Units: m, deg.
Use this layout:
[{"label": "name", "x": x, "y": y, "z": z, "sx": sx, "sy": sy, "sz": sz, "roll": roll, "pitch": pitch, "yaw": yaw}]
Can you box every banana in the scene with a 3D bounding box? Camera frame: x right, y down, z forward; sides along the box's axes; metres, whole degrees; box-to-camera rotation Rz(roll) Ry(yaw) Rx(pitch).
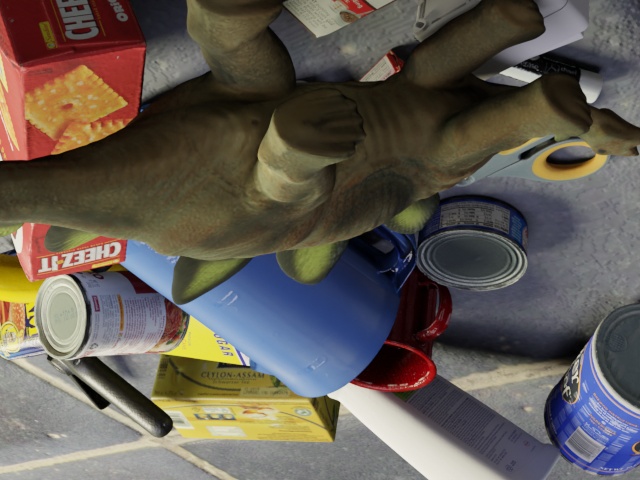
[{"label": "banana", "x": -0.217, "y": 0.017, "z": 0.873, "sx": 0.197, "sy": 0.069, "sz": 0.037, "roll": 0, "pitch": 173, "yaw": -3}]

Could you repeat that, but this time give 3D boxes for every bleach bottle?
[{"label": "bleach bottle", "x": 0.087, "y": 0.150, "z": 0.960, "sx": 0.251, "sy": 0.102, "sz": 0.068, "roll": 37, "pitch": 120, "yaw": 15}]

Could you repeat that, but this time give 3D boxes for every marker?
[{"label": "marker", "x": 0.117, "y": -0.111, "z": 0.664, "sx": 0.121, "sy": 0.020, "sz": 0.020, "roll": 16, "pitch": 147, "yaw": -9}]

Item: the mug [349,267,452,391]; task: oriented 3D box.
[{"label": "mug", "x": 0.063, "y": 0.067, "z": 0.893, "sx": 0.093, "sy": 0.081, "sz": 0.117, "roll": 31, "pitch": 142, "yaw": -29}]

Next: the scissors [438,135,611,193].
[{"label": "scissors", "x": 0.124, "y": -0.045, "z": 0.767, "sx": 0.096, "sy": 0.016, "sz": 0.202, "roll": 23, "pitch": 145, "yaw": -20}]

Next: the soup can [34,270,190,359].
[{"label": "soup can", "x": -0.161, "y": 0.057, "z": 0.830, "sx": 0.069, "sy": 0.068, "sz": 0.102, "roll": -20, "pitch": 166, "yaw": 38}]

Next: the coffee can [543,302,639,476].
[{"label": "coffee can", "x": 0.263, "y": 0.131, "z": 0.919, "sx": 0.103, "sy": 0.102, "sz": 0.140, "roll": 11, "pitch": 147, "yaw": -1}]

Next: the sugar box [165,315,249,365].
[{"label": "sugar box", "x": -0.111, "y": 0.073, "z": 0.982, "sx": 0.176, "sy": 0.048, "sz": 0.093, "roll": 10, "pitch": 147, "yaw": 2}]

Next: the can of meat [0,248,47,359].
[{"label": "can of meat", "x": -0.246, "y": 0.051, "z": 0.936, "sx": 0.084, "sy": 0.102, "sz": 0.057, "roll": -14, "pitch": 172, "yaw": 37}]

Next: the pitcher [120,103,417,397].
[{"label": "pitcher", "x": -0.055, "y": 0.001, "z": 0.795, "sx": 0.242, "sy": 0.149, "sz": 0.145, "roll": 37, "pitch": 167, "yaw": -31}]

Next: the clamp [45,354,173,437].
[{"label": "clamp", "x": -0.249, "y": 0.116, "z": 1.060, "sx": 0.210, "sy": 0.036, "sz": 0.165, "roll": 46, "pitch": 158, "yaw": -19}]

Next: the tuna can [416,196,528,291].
[{"label": "tuna can", "x": 0.117, "y": 0.003, "z": 0.825, "sx": 0.086, "sy": 0.033, "sz": 0.086, "roll": 7, "pitch": 147, "yaw": 4}]

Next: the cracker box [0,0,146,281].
[{"label": "cracker box", "x": -0.162, "y": -0.099, "z": 0.616, "sx": 0.072, "sy": 0.164, "sz": 0.214, "roll": -14, "pitch": 154, "yaw": -22}]
